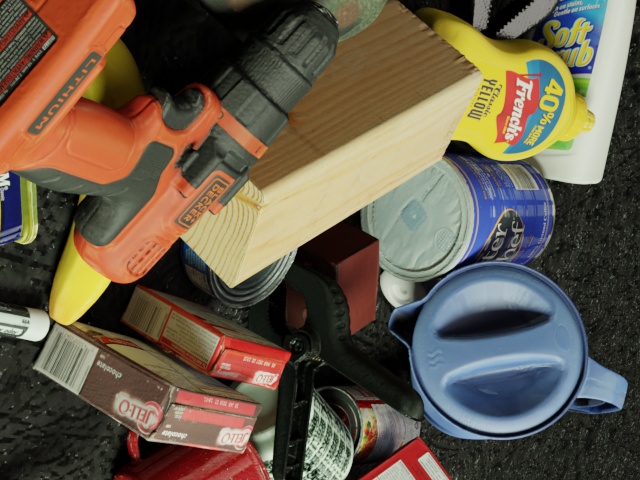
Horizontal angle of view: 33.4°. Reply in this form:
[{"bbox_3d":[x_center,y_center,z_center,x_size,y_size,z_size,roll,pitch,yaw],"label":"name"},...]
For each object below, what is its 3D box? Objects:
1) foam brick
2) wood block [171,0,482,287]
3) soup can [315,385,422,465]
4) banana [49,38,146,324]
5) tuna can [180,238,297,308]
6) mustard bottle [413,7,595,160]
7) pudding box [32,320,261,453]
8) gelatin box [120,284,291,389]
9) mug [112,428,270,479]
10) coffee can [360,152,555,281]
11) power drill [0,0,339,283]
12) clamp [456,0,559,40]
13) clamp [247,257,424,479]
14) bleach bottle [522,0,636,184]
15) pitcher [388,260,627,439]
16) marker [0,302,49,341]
[{"bbox_3d":[0.009,0.031,0.817,0.051,0.053,0.078,-28,131,-39],"label":"foam brick"},{"bbox_3d":[-0.002,-0.069,0.688,0.205,0.091,0.090,-31,157,-37],"label":"wood block"},{"bbox_3d":[0.034,0.159,0.917,0.102,0.069,0.068,11,103,-54],"label":"soup can"},{"bbox_3d":[-0.130,-0.045,0.613,0.069,0.037,0.198,-13,122,-27],"label":"banana"},{"bbox_3d":[-0.055,0.001,0.734,0.085,0.034,0.086,-29,132,-38],"label":"tuna can"},{"bbox_3d":[0.140,-0.112,0.833,0.191,0.058,0.096,10,113,-31],"label":"mustard bottle"},{"bbox_3d":[-0.106,0.090,0.657,0.089,0.114,0.039,26,88,-54],"label":"pudding box"},{"bbox_3d":[-0.075,0.064,0.700,0.073,0.089,0.030,24,91,-55],"label":"gelatin box"},{"bbox_3d":[-0.096,0.167,0.750,0.081,0.093,0.117,-29,103,-33],"label":"mug"},{"bbox_3d":[0.114,-0.021,0.875,0.140,0.103,0.103,-3,113,-51],"label":"coffee can"},{"bbox_3d":[-0.081,-0.068,0.503,0.184,0.057,0.187,-49,155,4],"label":"power drill"},{"bbox_3d":[0.162,-0.244,0.836,0.164,0.036,0.210,33,94,-30],"label":"clamp"},{"bbox_3d":[0.003,0.078,0.747,0.120,0.171,0.039,-22,158,17],"label":"clamp"},{"bbox_3d":[0.218,-0.180,0.929,0.067,0.103,0.251,-6,108,-53],"label":"bleach bottle"},{"bbox_3d":[0.146,0.110,0.898,0.145,0.149,0.243,-28,167,-4],"label":"pitcher"},{"bbox_3d":[-0.200,0.038,0.587,0.120,0.020,0.020,21,94,-55],"label":"marker"}]
